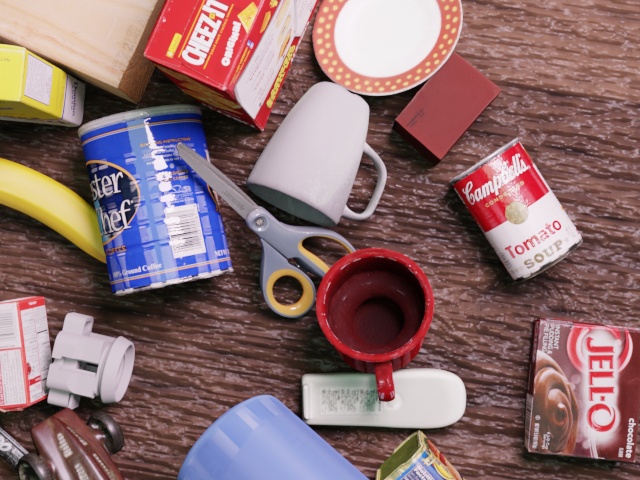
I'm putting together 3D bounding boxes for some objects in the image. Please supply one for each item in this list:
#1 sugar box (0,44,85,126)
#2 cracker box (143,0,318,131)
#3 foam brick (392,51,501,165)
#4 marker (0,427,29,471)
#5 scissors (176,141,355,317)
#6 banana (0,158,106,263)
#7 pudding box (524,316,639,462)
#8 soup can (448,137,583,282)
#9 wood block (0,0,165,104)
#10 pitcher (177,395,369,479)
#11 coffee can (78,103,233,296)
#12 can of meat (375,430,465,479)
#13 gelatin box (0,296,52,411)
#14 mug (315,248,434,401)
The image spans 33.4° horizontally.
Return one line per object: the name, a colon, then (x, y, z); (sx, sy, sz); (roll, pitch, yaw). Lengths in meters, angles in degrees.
sugar box: (-0.254, -0.122, 0.848); (0.093, 0.176, 0.048); (6, 88, 2)
cracker box: (-0.054, -0.183, 0.822); (0.072, 0.213, 0.164); (24, 90, 3)
foam brick: (0.105, -0.110, 0.897); (0.053, 0.051, 0.078); (42, 91, 3)
marker: (-0.283, 0.171, 0.927); (0.121, 0.020, 0.020); (42, 91, 2)
scissors: (-0.056, 0.001, 0.875); (0.201, 0.016, 0.096); (26, 108, -28)
banana: (-0.255, -0.032, 0.896); (0.197, 0.037, 0.069); (17, 61, -24)
pudding box: (0.221, 0.125, 0.898); (0.090, 0.039, 0.113); (6, 90, 2)
soup can: (0.162, -0.025, 0.887); (0.068, 0.068, 0.102); (-33, 89, 2)
wood block: (-0.235, -0.201, 0.891); (0.206, 0.091, 0.090); (25, 90, 2)
pitcher: (0.000, 0.242, 0.812); (0.149, 0.145, 0.243); (-40, 67, -20)
coffee can: (-0.135, -0.032, 0.880); (0.103, 0.103, 0.140); (-12, 90, 2)
can of meat: (0.091, 0.208, 0.873); (0.057, 0.102, 0.084); (-43, 86, 2)
gelatin box: (-0.252, 0.094, 0.899); (0.030, 0.073, 0.089); (-6, 90, 3)
mug: (0.048, 0.074, 0.871); (0.093, 0.081, 0.117); (-10, 70, 2)
